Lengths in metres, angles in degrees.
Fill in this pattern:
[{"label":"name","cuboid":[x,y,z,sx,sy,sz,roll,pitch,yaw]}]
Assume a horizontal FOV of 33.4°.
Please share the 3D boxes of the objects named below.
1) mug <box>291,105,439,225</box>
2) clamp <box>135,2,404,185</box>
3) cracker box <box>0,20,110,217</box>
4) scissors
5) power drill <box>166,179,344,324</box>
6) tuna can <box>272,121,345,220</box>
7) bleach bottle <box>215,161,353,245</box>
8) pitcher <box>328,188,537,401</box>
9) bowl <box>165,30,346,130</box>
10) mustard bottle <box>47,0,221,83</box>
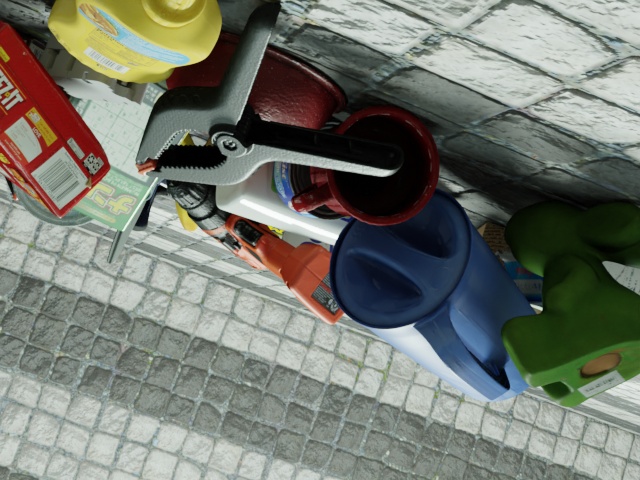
[{"label":"mug","cuboid":[0.029,-0.053,0.862,0.093,0.117,0.082,61,168,-9]},{"label":"clamp","cuboid":[-0.053,-0.079,0.792,0.210,0.036,0.164,-20,130,41]},{"label":"cracker box","cuboid":[-0.287,-0.129,0.902,0.214,0.072,0.164,31,160,43]},{"label":"scissors","cuboid":[-0.163,-0.058,1.103,0.096,0.202,0.016,-1,-144,-23]},{"label":"power drill","cuboid":[-0.057,0.001,1.082,0.188,0.057,0.184,34,176,41]},{"label":"tuna can","cuboid":[0.002,-0.061,0.939,0.086,0.086,0.034,24,172,-31]},{"label":"bleach bottle","cuboid":[0.027,-0.044,1.017,0.250,0.102,0.068,17,161,-28]},{"label":"pitcher","cuboid":[0.123,0.069,0.971,0.145,0.149,0.242,7,158,36]},{"label":"bowl","cuboid":[-0.063,-0.113,0.862,0.162,0.055,0.162,18,171,3]},{"label":"mustard bottle","cuboid":[-0.119,-0.152,0.718,0.096,0.058,0.192,28,169,-22]}]
